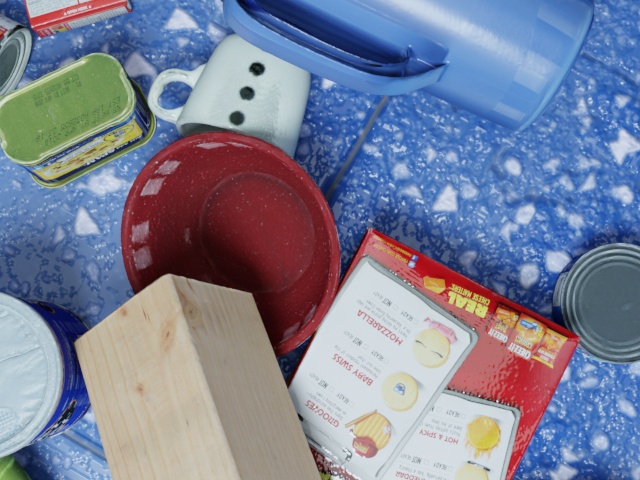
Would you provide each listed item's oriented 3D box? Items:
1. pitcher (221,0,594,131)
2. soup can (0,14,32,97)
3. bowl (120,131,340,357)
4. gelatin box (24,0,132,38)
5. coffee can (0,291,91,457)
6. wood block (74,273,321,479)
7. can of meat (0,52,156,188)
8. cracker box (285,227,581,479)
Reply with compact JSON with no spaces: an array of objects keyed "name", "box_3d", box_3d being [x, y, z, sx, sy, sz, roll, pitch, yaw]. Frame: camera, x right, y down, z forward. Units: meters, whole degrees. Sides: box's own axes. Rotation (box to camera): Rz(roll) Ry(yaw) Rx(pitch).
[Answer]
[{"name":"pitcher","box_3d":[0.057,-0.167,0.738,0.243,0.145,0.149,27,99,-1]},{"name":"soup can","box_3d":[-0.267,-0.144,0.761,0.102,0.068,0.068,26,84,1]},{"name":"bowl","box_3d":[-0.055,0.001,0.739,0.162,0.055,0.162,5,105,19]},{"name":"gelatin box","box_3d":[-0.186,-0.203,0.787,0.073,0.030,0.089,-16,85,-1]},{"name":"coffee can","box_3d":[-0.207,0.087,0.703,0.103,0.140,0.103,0,84,-1]},{"name":"wood block","box_3d":[-0.066,0.136,0.650,0.090,0.090,0.206,-35,62,24]},{"name":"can of meat","box_3d":[-0.172,-0.084,0.748,0.102,0.084,0.057,-27,86,-3]},{"name":"cracker box","box_3d":[0.055,0.123,0.740,0.164,0.072,0.213,27,85,2]}]
